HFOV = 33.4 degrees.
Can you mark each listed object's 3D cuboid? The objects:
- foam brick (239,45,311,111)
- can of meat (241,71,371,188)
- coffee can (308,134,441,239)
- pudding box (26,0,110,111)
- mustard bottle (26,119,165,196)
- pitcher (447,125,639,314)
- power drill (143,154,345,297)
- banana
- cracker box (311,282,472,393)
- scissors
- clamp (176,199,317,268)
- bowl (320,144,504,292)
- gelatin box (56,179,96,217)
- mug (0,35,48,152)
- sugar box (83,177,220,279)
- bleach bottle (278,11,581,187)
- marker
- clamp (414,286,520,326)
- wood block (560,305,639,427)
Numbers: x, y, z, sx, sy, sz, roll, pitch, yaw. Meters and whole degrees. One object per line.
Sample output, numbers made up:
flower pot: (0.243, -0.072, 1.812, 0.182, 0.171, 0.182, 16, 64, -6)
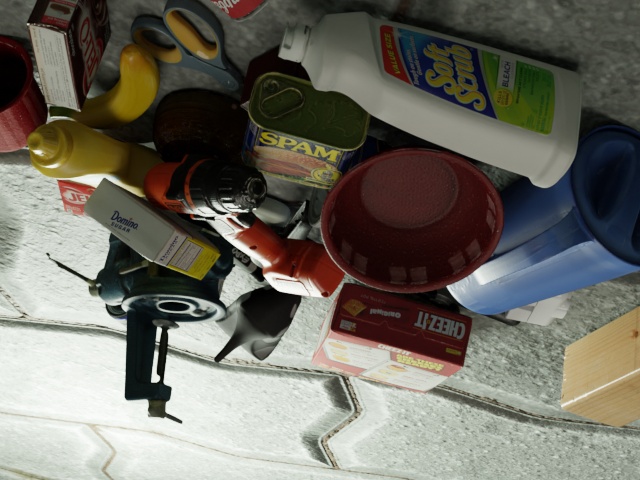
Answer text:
foam brick: (-0.026, -0.140, 0.956, 0.051, 0.053, 0.078, 32, 146, -33)
can of meat: (-0.016, -0.092, 0.925, 0.102, 0.057, 0.084, 15, 154, -4)
coffee can: (0.071, -0.041, 1.048, 0.140, 0.102, 0.103, 19, 151, -13)
pudding box: (-0.214, -0.180, 0.917, 0.039, 0.090, 0.113, 11, 152, 3)
mustard bottle: (-0.231, -0.082, 1.060, 0.096, 0.058, 0.191, 8, 178, 18)
pitcher: (0.213, -0.003, 1.028, 0.149, 0.145, 0.243, 20, 154, -21)
power drill: (-0.060, -0.015, 1.010, 0.187, 0.057, 0.185, 39, 163, -31)
banana: (-0.193, -0.139, 1.019, 0.069, 0.037, 0.198, -2, 168, -35)
cracker box: (0.085, 0.127, 1.346, 0.164, 0.072, 0.214, 15, 162, -2)
scissors: (-0.105, -0.155, 1.000, 0.096, 0.016, 0.201, 1, 150, 23)
clamp: (-0.058, 0.001, 1.187, 0.165, 0.036, 0.210, 7, 158, 19)
bowl: (0.080, -0.030, 0.953, 0.162, 0.055, 0.162, 1, 129, 1)
gelatin box: (-0.255, -0.053, 1.229, 0.089, 0.030, 0.073, 11, 152, 1)
mug: (-0.323, -0.145, 1.040, 0.117, 0.093, 0.081, 38, 163, 17)
sugar box: (-0.169, -0.008, 1.091, 0.093, 0.048, 0.176, 35, -179, 13)
bleach bottle: (0.087, -0.125, 0.885, 0.250, 0.102, 0.068, 15, 153, -7)
marker: (-0.103, 0.018, 1.312, 0.020, 0.020, 0.121, -9, 145, 34)
clamp: (0.145, 0.063, 1.278, 0.171, 0.039, 0.120, 32, 152, -21)
wood block: (0.385, 0.148, 1.283, 0.090, 0.090, 0.206, 19, 151, -13)
